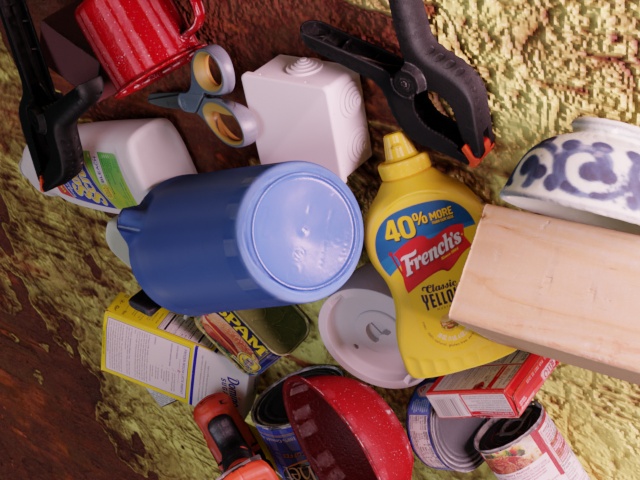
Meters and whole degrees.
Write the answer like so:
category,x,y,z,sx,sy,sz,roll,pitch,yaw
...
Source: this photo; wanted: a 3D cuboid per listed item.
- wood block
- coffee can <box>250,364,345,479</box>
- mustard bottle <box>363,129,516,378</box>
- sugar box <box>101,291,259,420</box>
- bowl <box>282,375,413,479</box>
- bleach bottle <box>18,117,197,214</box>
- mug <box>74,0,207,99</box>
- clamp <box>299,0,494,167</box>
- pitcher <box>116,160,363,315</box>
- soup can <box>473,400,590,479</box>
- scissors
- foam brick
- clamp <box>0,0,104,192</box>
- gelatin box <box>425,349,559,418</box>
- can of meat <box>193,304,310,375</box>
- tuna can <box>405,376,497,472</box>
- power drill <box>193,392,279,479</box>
category,x,y,z,sx,sy,sz,roll,pitch,yaw
wood block,0.207,0.046,0.727,0.206,0.090,0.090,15,173,36
coffee can,0.004,0.212,1.078,0.103,0.102,0.140,-3,119,45
mustard bottle,0.087,0.006,0.836,0.096,0.058,0.191,-17,99,10
sugar box,-0.153,0.128,1.169,0.176,0.048,0.093,19,128,9
bowl,0.033,0.178,0.947,0.162,0.055,0.162,47,155,31
bleach bottle,-0.233,-0.071,1.103,0.251,0.068,0.102,2,121,46
mug,-0.148,-0.183,0.909,0.117,0.093,0.081,-25,99,36
clamp,0.071,-0.131,0.776,0.171,0.039,0.120,42,146,-1
pitcher,-0.056,0.001,0.901,0.243,0.149,0.145,-5,113,63
soup can,0.187,0.198,0.918,0.069,0.068,0.102,-22,106,51
scissors,-0.114,-0.138,0.930,0.202,0.016,0.096,33,140,47
foam brick,-0.219,-0.179,1.004,0.078,0.052,0.051,37,141,15
clamp,-0.248,-0.118,0.995,0.165,0.036,0.210,44,144,32
gelatin box,0.143,0.115,0.886,0.089,0.073,0.030,-11,114,47
can of meat,-0.072,0.082,1.079,0.102,0.057,0.084,46,144,0
tuna can,0.115,0.160,0.940,0.034,0.086,0.086,-9,115,49
power drill,-0.065,0.257,1.082,0.184,0.057,0.188,61,172,-14
